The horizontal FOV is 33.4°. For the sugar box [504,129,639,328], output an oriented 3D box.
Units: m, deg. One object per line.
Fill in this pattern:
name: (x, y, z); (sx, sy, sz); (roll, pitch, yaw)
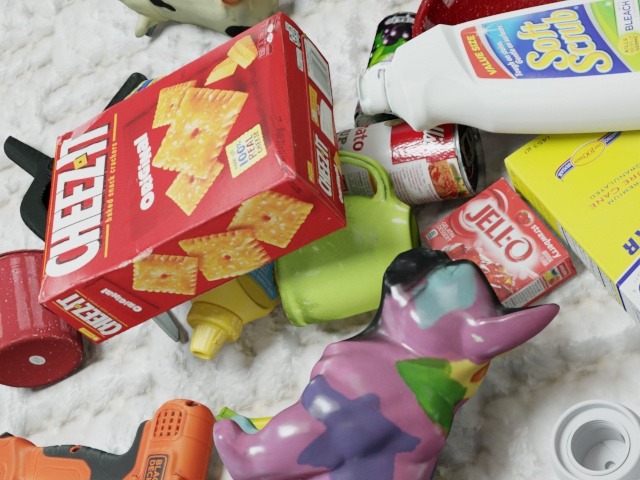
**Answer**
sugar box: (0.209, -0.017, 0.705); (0.093, 0.048, 0.176); (-36, 47, 1)

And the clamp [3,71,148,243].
clamp: (-0.239, -0.061, 0.983); (0.165, 0.036, 0.210); (-20, 42, 19)

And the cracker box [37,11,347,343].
cracker box: (-0.093, -0.045, 0.746); (0.214, 0.072, 0.164); (-24, 46, 22)

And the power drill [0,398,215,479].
power drill: (-0.169, 0.205, 0.760); (0.188, 0.057, 0.184); (-6, 52, 23)

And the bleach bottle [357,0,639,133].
bleach bottle: (0.150, -0.111, 0.720); (0.251, 0.068, 0.102); (-7, 58, 14)

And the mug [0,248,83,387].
mug: (-0.246, 0.074, 0.880); (0.117, 0.093, 0.081); (-48, 46, 35)

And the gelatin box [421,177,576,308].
gelatin box: (0.123, 0.008, 0.746); (0.073, 0.030, 0.089); (-35, 49, 4)

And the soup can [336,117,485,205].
soup can: (0.065, -0.058, 0.799); (0.102, 0.068, 0.068); (-9, 55, 24)

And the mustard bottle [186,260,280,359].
mustard bottle: (-0.056, 0.001, 0.808); (0.058, 0.096, 0.191); (3, 61, 32)
